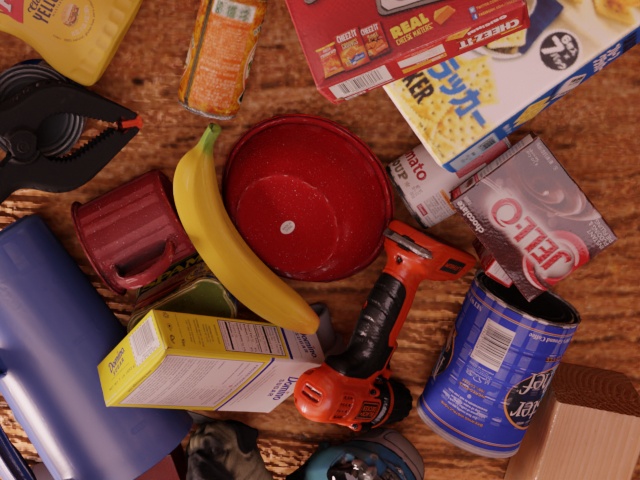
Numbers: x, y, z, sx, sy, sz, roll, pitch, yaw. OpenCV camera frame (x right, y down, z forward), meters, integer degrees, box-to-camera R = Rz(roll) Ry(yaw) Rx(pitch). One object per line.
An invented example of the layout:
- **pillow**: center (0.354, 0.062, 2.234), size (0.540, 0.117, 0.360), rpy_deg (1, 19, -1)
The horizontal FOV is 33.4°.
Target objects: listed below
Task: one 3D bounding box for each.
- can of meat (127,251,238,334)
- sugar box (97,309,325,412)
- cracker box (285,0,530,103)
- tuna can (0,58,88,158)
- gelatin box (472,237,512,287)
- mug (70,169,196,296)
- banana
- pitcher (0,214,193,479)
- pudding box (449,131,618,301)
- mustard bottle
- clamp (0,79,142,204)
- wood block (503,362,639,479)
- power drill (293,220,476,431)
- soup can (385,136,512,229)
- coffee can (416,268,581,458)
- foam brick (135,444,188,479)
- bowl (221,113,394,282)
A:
- **can of meat**: center (-0.120, 0.056, 0.957), size (0.102, 0.084, 0.057), rpy_deg (-29, 108, 9)
- **sugar box**: center (-0.090, 0.106, 0.915), size (0.175, 0.048, 0.093), rpy_deg (9, 139, -44)
- **cracker box**: center (0.045, -0.232, 0.812), size (0.164, 0.072, 0.214), rpy_deg (-22, 79, 11)
- **tuna can**: center (-0.244, -0.112, 0.921), size (0.086, 0.034, 0.086), rpy_deg (0, 110, -1)
- **gelatin box**: center (0.175, -0.012, 0.942), size (0.030, 0.073, 0.089), rpy_deg (31, 107, -12)
- **mug**: center (-0.156, -0.004, 0.922), size (0.081, 0.117, 0.093), rpy_deg (-27, 127, 3)
- **banana**: center (-0.072, 0.002, 0.894), size (0.070, 0.037, 0.198), rpy_deg (-17, 108, 36)
- **pitcher**: center (-0.235, 0.108, 0.935), size (0.145, 0.149, 0.243), rpy_deg (-32, 99, 0)
- **pudding box**: center (0.174, -0.020, 0.879), size (0.090, 0.039, 0.113), rpy_deg (-38, 98, 13)
- **mustard bottle**: center (-0.248, -0.213, 0.871), size (0.191, 0.058, 0.096), rpy_deg (30, 102, -10)
- **clamp**: center (-0.250, -0.069, 0.876), size (0.209, 0.036, 0.164), rpy_deg (-8, 108, -22)
- **wood block**: center (0.233, 0.230, 1.022), size (0.090, 0.090, 0.206), rpy_deg (10, 110, -4)
- **power drill**: center (0.067, 0.083, 0.950), size (0.057, 0.184, 0.188), rpy_deg (29, 95, 28)
- **soup can**: center (0.117, -0.063, 0.925), size (0.102, 0.068, 0.068), rpy_deg (-32, 107, 11)
- **coffee can**: center (0.160, 0.111, 0.971), size (0.102, 0.103, 0.140), rpy_deg (19, 108, -8)
- **foam brick**: center (-0.171, 0.224, 1.035), size (0.078, 0.051, 0.053), rpy_deg (-13, 109, 4)
- **bowl**: center (-0.020, -0.024, 0.918), size (0.162, 0.055, 0.162), rpy_deg (9, 118, 16)
